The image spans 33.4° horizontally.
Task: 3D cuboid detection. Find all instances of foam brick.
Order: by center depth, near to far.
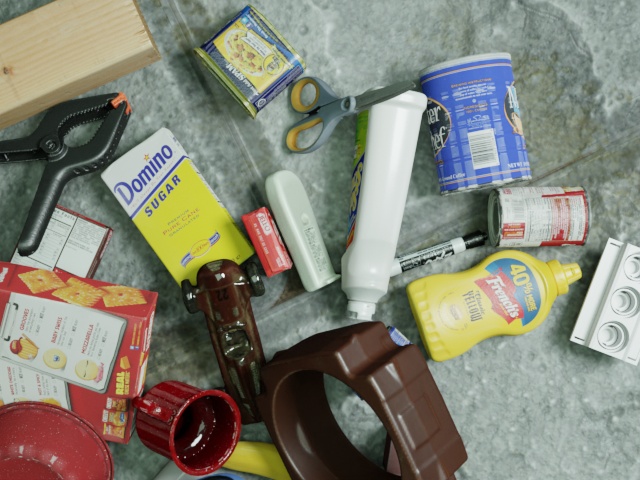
[{"bbox_3d":[0.112,0.238,1.200,0.078,0.053,0.051,9,89,-1],"label":"foam brick"}]

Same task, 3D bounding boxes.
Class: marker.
[{"bbox_3d":[0.133,0.014,1.219,0.121,0.020,0.020,-19,90,-1],"label":"marker"}]

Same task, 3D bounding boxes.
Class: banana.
[{"bbox_3d":[-0.029,0.275,1.206,0.198,0.037,0.069,35,89,0],"label":"banana"}]

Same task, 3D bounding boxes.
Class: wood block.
[{"bbox_3d":[-0.292,-0.207,1.184,0.206,0.090,0.091,-23,91,-1],"label":"wood block"}]

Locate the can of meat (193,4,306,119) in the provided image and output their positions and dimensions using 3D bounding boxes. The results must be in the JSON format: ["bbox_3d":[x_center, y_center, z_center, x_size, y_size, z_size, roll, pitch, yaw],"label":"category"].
[{"bbox_3d":[-0.078,-0.203,1.202,0.084,0.057,0.102,-42,90,-2],"label":"can of meat"}]

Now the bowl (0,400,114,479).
[{"bbox_3d":[-0.310,0.255,1.162,0.162,0.055,0.162,2,117,5],"label":"bowl"}]

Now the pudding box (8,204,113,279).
[{"bbox_3d":[-0.299,0.019,1.208,0.090,0.039,0.113,24,87,0],"label":"pudding box"}]

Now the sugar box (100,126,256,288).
[{"bbox_3d":[-0.160,-0.031,1.204,0.093,0.048,0.176,-37,91,2],"label":"sugar box"}]

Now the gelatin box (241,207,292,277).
[{"bbox_3d":[-0.058,0.001,1.183,0.030,0.089,0.073,-23,89,0],"label":"gelatin box"}]

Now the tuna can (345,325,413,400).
[{"bbox_3d":[0.062,0.135,1.184,0.034,0.086,0.086,43,89,1],"label":"tuna can"}]

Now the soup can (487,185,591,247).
[{"bbox_3d":[0.244,-0.026,1.194,0.102,0.068,0.068,-1,89,-2],"label":"soup can"}]

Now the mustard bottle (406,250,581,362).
[{"bbox_3d":[0.200,0.064,1.199,0.191,0.058,0.096,-18,85,-1],"label":"mustard bottle"}]

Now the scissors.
[{"bbox_3d":[0.024,-0.161,1.160,0.016,0.202,0.096,6,64,-40],"label":"scissors"}]

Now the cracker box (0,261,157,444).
[{"bbox_3d":[-0.296,0.119,1.166,0.213,0.072,0.164,12,114,0],"label":"cracker box"}]

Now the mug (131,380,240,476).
[{"bbox_3d":[-0.155,0.194,1.149,0.117,0.082,0.093,31,76,-41],"label":"mug"}]

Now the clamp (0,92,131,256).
[{"bbox_3d":[-0.307,-0.101,1.196,0.165,0.036,0.210,39,74,18],"label":"clamp"}]

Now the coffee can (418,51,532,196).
[{"bbox_3d":[0.171,-0.127,1.179,0.103,0.103,0.140,-10,90,-1],"label":"coffee can"}]

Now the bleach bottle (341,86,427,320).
[{"bbox_3d":[0.062,-0.037,1.177,0.068,0.103,0.251,8,88,-9],"label":"bleach bottle"}]
